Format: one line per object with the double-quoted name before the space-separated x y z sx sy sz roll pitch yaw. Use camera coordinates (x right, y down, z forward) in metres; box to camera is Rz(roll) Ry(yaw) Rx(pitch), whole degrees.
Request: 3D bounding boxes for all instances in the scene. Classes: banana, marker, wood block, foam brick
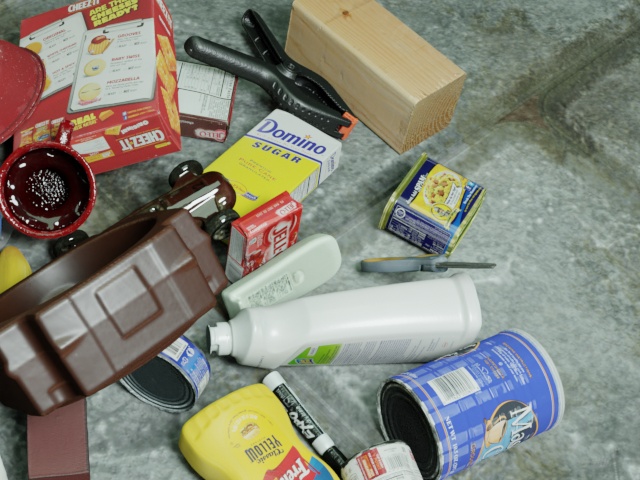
"banana" -0.307 0.084 0.993 0.069 0.037 0.197 18 50 3
"marker" -0.012 0.171 0.992 0.020 0.020 0.121 -27 61 -29
"wood block" 0.062 -0.211 1.273 0.090 0.090 0.206 -32 64 -30
"foam brick" -0.225 0.181 0.920 0.051 0.053 0.078 -2 52 -13

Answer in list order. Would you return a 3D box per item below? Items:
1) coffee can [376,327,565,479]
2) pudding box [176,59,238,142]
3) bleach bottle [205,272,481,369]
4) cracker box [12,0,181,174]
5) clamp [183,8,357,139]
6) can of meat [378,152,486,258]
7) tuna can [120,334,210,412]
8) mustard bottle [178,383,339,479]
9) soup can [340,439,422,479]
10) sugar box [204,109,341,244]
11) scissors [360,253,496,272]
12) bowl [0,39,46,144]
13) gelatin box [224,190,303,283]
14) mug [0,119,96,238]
"coffee can" 0.138 0.151 0.983 0.140 0.103 0.103 -19 57 -24
"pudding box" -0.155 -0.163 1.225 0.113 0.039 0.090 11 50 -5
"bleach bottle" 0.018 0.082 1.015 0.250 0.103 0.068 -3 61 -14
"cracker box" -0.241 -0.171 1.161 0.164 0.072 0.214 -15 52 8
"clamp" -0.044 -0.197 1.257 0.210 0.036 0.164 34 33 -2
"can of meat" 0.124 -0.036 1.164 0.084 0.057 0.102 29 51 10
"tuna can" -0.143 0.116 0.968 0.086 0.086 0.033 24 49 8
"mustard bottle" -0.034 0.218 0.924 0.096 0.058 0.192 -24 60 -33
"soup can" 0.065 0.233 0.922 0.068 0.069 0.102 -11 56 -19
"sugar box" -0.063 -0.068 1.159 0.093 0.048 0.176 30 54 17
"scissors" 0.125 0.022 1.061 0.096 0.202 0.016 -6 93 -41
"bowl" -0.373 -0.162 1.124 0.162 0.055 0.162 -11 53 15
"gelatin box" -0.057 0.001 1.075 0.073 0.089 0.030 -31 63 -31
"mug" -0.264 -0.062 1.045 0.093 0.081 0.117 14 90 -12
